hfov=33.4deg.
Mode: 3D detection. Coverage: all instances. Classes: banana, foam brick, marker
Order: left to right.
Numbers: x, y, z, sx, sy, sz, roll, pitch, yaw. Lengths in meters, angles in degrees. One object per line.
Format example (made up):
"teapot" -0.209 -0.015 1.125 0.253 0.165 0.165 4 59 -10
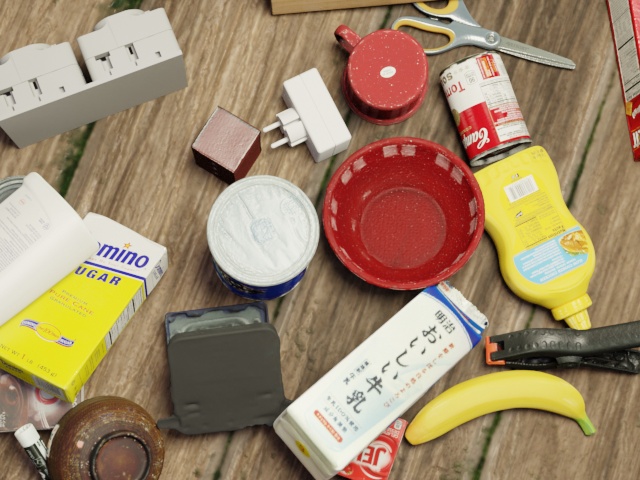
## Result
"marker" -0.256 0.231 1.029 0.020 0.020 0.121 -30 106 -8
"foam brick" -0.094 -0.093 1.080 0.053 0.078 0.051 31 81 3
"banana" 0.182 0.167 1.077 0.197 0.037 0.069 -2 81 -4

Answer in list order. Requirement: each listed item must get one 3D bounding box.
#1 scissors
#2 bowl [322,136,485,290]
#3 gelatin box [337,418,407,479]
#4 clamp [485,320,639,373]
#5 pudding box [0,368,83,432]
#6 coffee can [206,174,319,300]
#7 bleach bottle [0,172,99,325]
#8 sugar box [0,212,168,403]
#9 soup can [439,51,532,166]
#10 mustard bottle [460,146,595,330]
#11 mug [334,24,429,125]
"scissors" 0.176 -0.235 1.150 0.201 0.016 0.096 2 81 -4
"bowl" 0.084 -0.021 1.083 0.162 0.055 0.162 -1 72 4
"gelatin box" 0.033 0.200 1.066 0.089 0.030 0.073 21 80 0
"clamp" 0.255 0.112 1.072 0.172 0.120 0.039 -3 61 17
"pudding box" -0.279 0.131 1.052 0.090 0.039 0.113 -3 82 -5
"coffee can" -0.057 0.001 1.035 0.102 0.140 0.103 1 81 -4
"bleach bottle" -0.332 0.049 0.986 0.250 0.068 0.103 -40 52 -14
"sugar box" -0.231 0.061 1.030 0.093 0.048 0.176 25 62 10
"soup can" 0.171 -0.137 1.108 0.068 0.068 0.102 -18 82 -6
"mustard bottle" 0.226 0.006 1.094 0.096 0.058 0.191 -25 83 -11
"mug" 0.059 -0.178 1.093 0.093 0.081 0.117 -43 89 1
